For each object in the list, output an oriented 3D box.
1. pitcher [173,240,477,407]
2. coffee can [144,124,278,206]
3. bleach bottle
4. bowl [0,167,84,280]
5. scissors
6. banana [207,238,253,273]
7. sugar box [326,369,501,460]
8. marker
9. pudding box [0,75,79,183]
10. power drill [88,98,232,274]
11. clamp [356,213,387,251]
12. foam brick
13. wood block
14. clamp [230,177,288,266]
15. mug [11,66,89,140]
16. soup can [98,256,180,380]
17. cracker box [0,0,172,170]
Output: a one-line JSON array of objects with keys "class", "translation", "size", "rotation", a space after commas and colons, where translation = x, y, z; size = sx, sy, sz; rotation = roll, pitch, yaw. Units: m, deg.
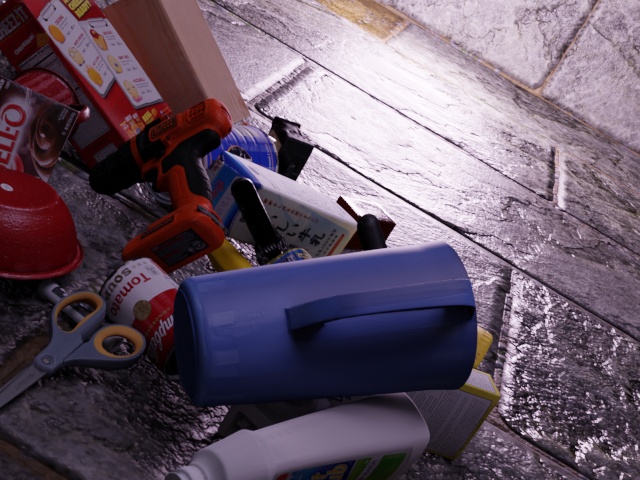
[{"class": "pitcher", "translation": [0.005, 0.071, 0.903], "size": [0.242, 0.149, 0.145], "rotation": [-5, 33, -18]}, {"class": "coffee can", "translation": [-0.134, -0.094, 1.305], "size": [0.103, 0.103, 0.140], "rotation": [42, 25, 27]}, {"class": "bleach bottle", "translation": [-0.024, 0.185, 0.882], "size": [0.250, 0.103, 0.068], "rotation": [-4, 52, -44]}, {"class": "bowl", "translation": [-0.294, -0.025, 0.992], "size": [0.162, 0.055, 0.162], "rotation": [17, 21, -7]}, {"class": "scissors", "translation": [-0.207, 0.107, 0.880], "size": [0.096, 0.016, 0.201], "rotation": [26, 30, -6]}, {"class": "banana", "translation": [-0.079, 0.044, 1.135], "size": [0.069, 0.037, 0.198], "rotation": [64, -11, -28]}, {"class": "sugar box", "translation": [0.080, 0.153, 1.062], "size": [0.176, 0.093, 0.048], "rotation": [23, 23, -19]}, {"class": "marker", "translation": [-0.230, 0.059, 0.972], "size": [0.121, 0.020, 0.020], "rotation": [37, 23, 14]}, {"class": "pudding box", "translation": [-0.313, -0.100, 1.097], "size": [0.090, 0.113, 0.039], "rotation": [25, -20, -14]}, {"class": "power drill", "translation": [-0.172, -0.051, 1.136], "size": [0.057, 0.185, 0.187], "rotation": [43, 27, -43]}, {"class": "clamp", "translation": [0.085, 0.081, 1.164], "size": [0.164, 0.036, 0.210], "rotation": [41, 42, -36]}, {"class": "foam brick", "translation": [0.053, -0.022, 1.453], "size": [0.078, 0.053, 0.051], "rotation": [10, 30, -43]}, {"class": "wood block", "translation": [-0.189, -0.234, 1.414], "size": [0.206, 0.090, 0.090], "rotation": [65, 27, -7]}, {"class": "clamp", "translation": [-0.058, 0.001, 1.169], "size": [0.171, 0.039, 0.120], "rotation": [71, 3, -76]}, {"class": "mug", "translation": [-0.313, -0.136, 1.179], "size": [0.117, 0.093, 0.081], "rotation": [4, 24, 13]}, {"class": "soup can", "translation": [-0.148, 0.070, 0.984], "size": [0.102, 0.069, 0.068], "rotation": [41, 24, 25]}, {"class": "cracker box", "translation": [-0.287, -0.203, 1.282], "size": [0.213, 0.072, 0.164], "rotation": [54, 21, -12]}]
